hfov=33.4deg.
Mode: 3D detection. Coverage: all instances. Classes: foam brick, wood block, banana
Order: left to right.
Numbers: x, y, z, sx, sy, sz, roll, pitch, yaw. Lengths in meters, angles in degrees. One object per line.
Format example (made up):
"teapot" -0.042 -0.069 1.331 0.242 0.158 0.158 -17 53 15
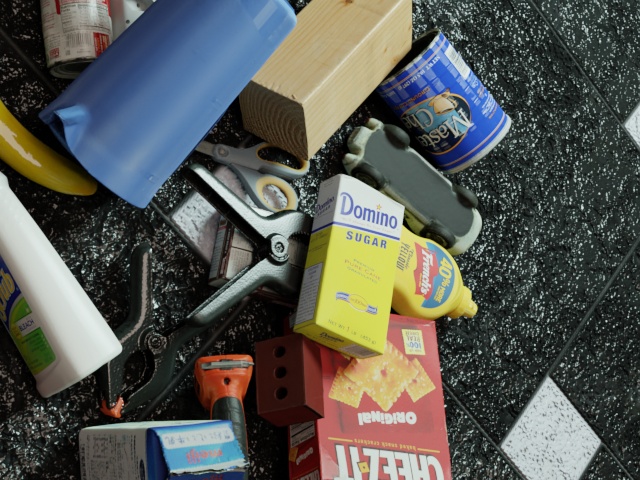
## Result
"banana" -0.295 -0.112 1.024 0.069 0.037 0.198 -42 104 -29
"foam brick" -0.030 0.138 1.059 0.051 0.053 0.078 46 34 -55
"wood block" 0.008 -0.198 1.172 0.091 0.090 0.205 28 60 23

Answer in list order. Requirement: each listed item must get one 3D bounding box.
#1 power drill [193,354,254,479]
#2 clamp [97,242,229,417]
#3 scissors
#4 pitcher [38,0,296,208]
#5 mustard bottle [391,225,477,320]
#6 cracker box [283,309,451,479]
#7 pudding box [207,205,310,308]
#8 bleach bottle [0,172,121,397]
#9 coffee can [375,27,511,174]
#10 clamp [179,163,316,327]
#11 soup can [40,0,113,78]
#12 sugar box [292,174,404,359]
"power drill" -0.090 0.218 1.039 0.057 0.185 0.187 -3 64 -12
"clamp" -0.175 0.090 1.061 0.120 0.039 0.171 43 63 -17
"scissors" -0.099 -0.075 1.146 0.201 0.016 0.096 2 73 -31
"pitcher" -0.136 -0.156 1.021 0.145 0.149 0.243 43 94 -19
"mustard bottle" 0.105 0.039 1.229 0.191 0.058 0.096 31 60 -24
"cracker box" 0.050 0.180 1.130 0.164 0.072 0.213 12 58 -27
"pudding box" -0.058 0.016 1.146 0.113 0.039 0.090 19 71 -30
"bleach bottle" -0.285 0.019 0.984 0.068 0.103 0.251 -35 94 -39
"coffee can" 0.142 -0.163 1.259 0.140 0.103 0.102 49 61 -15
"clamp" -0.057 0.001 1.101 0.209 0.036 0.164 -2 81 -37
"soup can" -0.241 -0.218 1.057 0.068 0.069 0.102 -4 85 -32
"sugar box" 0.033 0.026 1.109 0.093 0.048 0.176 26 61 -30
